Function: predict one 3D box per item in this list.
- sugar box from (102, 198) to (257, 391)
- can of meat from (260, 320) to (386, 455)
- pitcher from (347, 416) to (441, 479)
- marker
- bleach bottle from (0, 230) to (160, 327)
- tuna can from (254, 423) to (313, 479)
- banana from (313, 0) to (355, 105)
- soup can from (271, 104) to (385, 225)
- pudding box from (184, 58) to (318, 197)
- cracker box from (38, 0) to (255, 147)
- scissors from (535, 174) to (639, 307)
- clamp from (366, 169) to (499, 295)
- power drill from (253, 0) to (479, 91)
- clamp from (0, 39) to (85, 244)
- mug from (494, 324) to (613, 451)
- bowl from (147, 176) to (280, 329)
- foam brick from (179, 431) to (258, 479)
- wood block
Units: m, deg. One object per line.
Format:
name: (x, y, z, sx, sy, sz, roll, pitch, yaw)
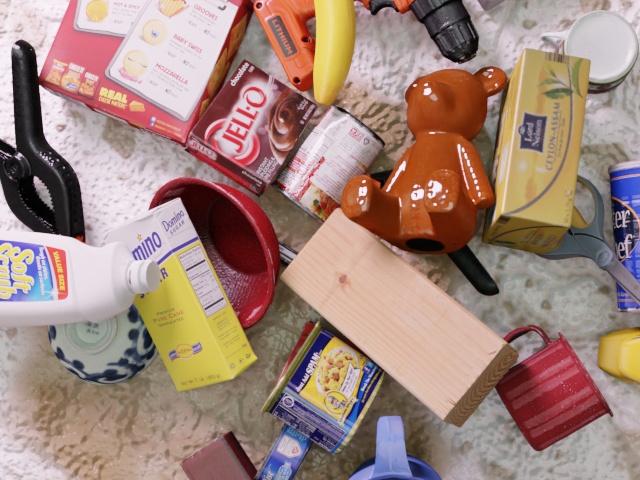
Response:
sugar box: (-0.138, 0.055, 1.034, 0.094, 0.048, 0.176, -20, 100, 44)
can of meat: (0.006, 0.139, 1.003, 0.084, 0.058, 0.102, 33, 49, 2)
pitcher: (0.066, 0.247, 0.947, 0.145, 0.243, 0.149, 41, 90, 5)
marker: (-0.057, 0.001, 1.081, 0.121, 0.020, 0.020, 32, 90, 5)
bleach bottle: (-0.270, 0.032, 1.030, 0.251, 0.068, 0.102, -4, 67, 21)
tuna can: (-0.029, 0.201, 1.036, 0.034, 0.086, 0.086, 28, 89, 3)
banana: (0.000, -0.230, 1.014, 0.070, 0.037, 0.198, -21, 84, 35)
soup can: (0.008, -0.075, 1.056, 0.068, 0.068, 0.102, 37, 90, 5)
pudding box: (-0.068, -0.111, 1.050, 0.090, 0.039, 0.113, 32, 58, -4)
cracker box: (-0.164, -0.220, 1.076, 0.164, 0.072, 0.214, 22, 88, 5)
scissors: (0.250, 0.023, 1.002, 0.096, 0.016, 0.202, -38, 45, 28)
clamp: (0.120, -0.017, 1.056, 0.171, 0.039, 0.120, 13, 69, 8)
power drill: (0.043, -0.224, 1.051, 0.188, 0.057, 0.184, -28, 85, 13)
clamp: (-0.292, -0.086, 1.066, 0.165, 0.036, 0.210, -32, 93, 37)
mug: (0.213, 0.138, 1.020, 0.081, 0.093, 0.117, -32, 83, 7)
bowl: (-0.094, 0.005, 1.043, 0.162, 0.055, 0.162, 19, 124, 30)
foam brick: (-0.093, 0.236, 1.056, 0.051, 0.053, 0.078, -34, 84, 2)
wood block: (0.074, 0.072, 1.004, 0.206, 0.090, 0.091, 40, 91, 23)
